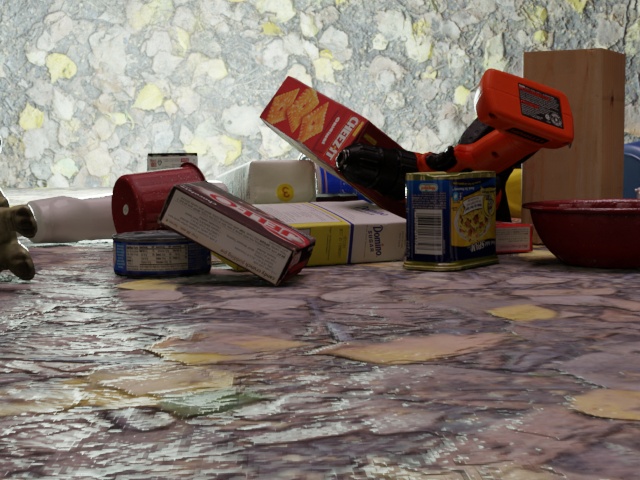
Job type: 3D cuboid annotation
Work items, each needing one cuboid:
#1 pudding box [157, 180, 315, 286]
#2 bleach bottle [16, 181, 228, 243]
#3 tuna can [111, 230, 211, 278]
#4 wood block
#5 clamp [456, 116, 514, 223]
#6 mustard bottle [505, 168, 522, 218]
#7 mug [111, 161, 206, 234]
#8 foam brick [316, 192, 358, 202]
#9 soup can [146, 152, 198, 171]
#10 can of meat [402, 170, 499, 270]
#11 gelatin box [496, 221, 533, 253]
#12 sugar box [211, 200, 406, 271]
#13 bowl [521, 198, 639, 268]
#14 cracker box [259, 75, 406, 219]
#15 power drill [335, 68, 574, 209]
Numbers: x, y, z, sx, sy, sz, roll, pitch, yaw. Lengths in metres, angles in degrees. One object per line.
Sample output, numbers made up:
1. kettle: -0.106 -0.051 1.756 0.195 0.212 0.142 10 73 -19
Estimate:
1. pudding box: -0.066 -0.008 0.869 0.113 0.039 0.090 26 8 7
2. bleach bottle: -0.237 -0.028 1.236 0.250 0.068 0.103 -5 6 -26
3. tuna can: -0.136 0.011 0.920 0.086 0.034 0.086 -1 5 0
4. wood block: 0.276 -0.100 1.164 0.090 0.206 0.090 3 5 32
5. clamp: 0.181 -0.067 1.148 0.120 0.172 0.039 2 30 -38
6. mustard bottle: 0.181 -0.061 1.309 0.096 0.058 0.192 -3 7 -37
7. mug: -0.167 -0.027 1.139 0.081 0.093 0.117 -9 45 -33
8. foam brick: 0.017 -0.029 1.263 0.053 0.051 0.078 -1 5 -3
9. soup can: -0.193 -0.064 1.396 0.068 0.102 0.068 -1 5 0
10. can of meat: 0.118 -0.020 0.956 0.058 0.084 0.101 3 6 38
11. gelatin box: 0.159 -0.004 1.083 0.089 0.030 0.073 -3 6 -25
12. sugar box: -0.015 -0.006 0.999 0.175 0.048 0.093 0 15 -28
13. bowl: 0.263 -0.007 0.960 0.162 0.055 0.162 -1 5 0
14. cracker box: 0.042 -0.097 1.219 0.164 0.072 0.214 33 4 -33
15. power drill: 0.132 -0.089 1.014 0.184 0.057 0.188 12 -28 -27
